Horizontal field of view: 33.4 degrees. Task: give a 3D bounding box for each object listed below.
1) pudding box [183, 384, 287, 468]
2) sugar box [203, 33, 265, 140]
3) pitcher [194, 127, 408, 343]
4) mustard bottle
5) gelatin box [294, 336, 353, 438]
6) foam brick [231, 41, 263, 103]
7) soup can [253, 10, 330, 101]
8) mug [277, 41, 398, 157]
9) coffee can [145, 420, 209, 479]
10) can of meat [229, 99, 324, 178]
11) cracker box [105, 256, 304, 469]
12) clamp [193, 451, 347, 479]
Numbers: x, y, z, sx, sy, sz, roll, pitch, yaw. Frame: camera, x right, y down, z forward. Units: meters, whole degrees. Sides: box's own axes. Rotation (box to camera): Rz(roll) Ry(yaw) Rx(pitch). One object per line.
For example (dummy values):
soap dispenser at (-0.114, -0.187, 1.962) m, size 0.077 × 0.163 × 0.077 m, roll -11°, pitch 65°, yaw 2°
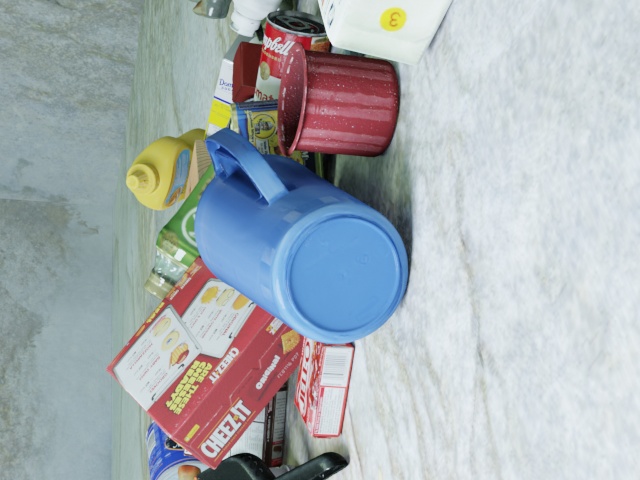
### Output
pudding box at (-0.094, 0.196, 1.159) m, size 0.114 × 0.039 × 0.090 m, roll 4°, pitch 90°, yaw 34°
sugar box at (-0.106, -0.183, 1.358) m, size 0.176 × 0.048 × 0.093 m, roll 115°, pitch 180°, yaw -48°
pitcher at (-0.024, -0.004, 0.889) m, size 0.243 × 0.149 × 0.145 m, roll -150°, pitch 75°, yaw -70°
mustard bottle at (-0.197, -0.089, 1.389) m, size 0.191 × 0.058 × 0.096 m, roll -31°, pitch -37°, yaw -67°
gelatin box at (0.001, 0.123, 0.959) m, size 0.073 × 0.030 × 0.089 m, roll -129°, pitch 45°, yaw -69°
foam brick at (-0.054, -0.178, 1.156) m, size 0.051 × 0.078 × 0.053 m, roll 142°, pitch 130°, yaw -68°
soup can at (-0.029, -0.173, 1.080) m, size 0.068 × 0.068 × 0.102 m, roll -110°, pitch 28°, yaw -57°
mug at (0.011, -0.109, 0.887) m, size 0.117 × 0.081 × 0.093 m, roll 136°, pitch 136°, yaw -68°
coffee can at (-0.183, 0.306, 1.453) m, size 0.140 × 0.102 × 0.103 m, roll -118°, pitch 35°, yaw -63°
can of meat at (-0.043, -0.089, 1.039) m, size 0.057 × 0.084 × 0.102 m, roll -133°, pitch 38°, yaw -79°
cracker box at (-0.117, 0.119, 1.100) m, size 0.164 × 0.072 × 0.214 m, roll -51°, pitch 29°, yaw -9°
clamp at (-0.051, 0.263, 0.985) m, size 0.210 × 0.036 × 0.164 m, roll 1°, pitch 89°, yaw 50°
